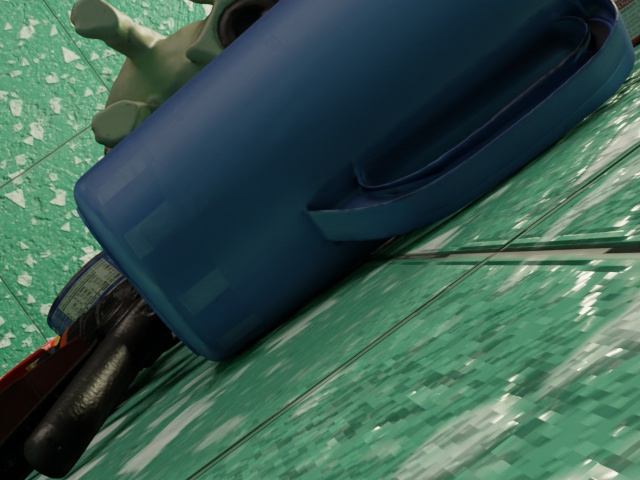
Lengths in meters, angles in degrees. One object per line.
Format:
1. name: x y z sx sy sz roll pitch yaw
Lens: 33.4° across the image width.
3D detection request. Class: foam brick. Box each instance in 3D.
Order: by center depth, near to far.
1. foam brick: -0.175 0.106 0.689 0.078 0.053 0.051 -33 4 42

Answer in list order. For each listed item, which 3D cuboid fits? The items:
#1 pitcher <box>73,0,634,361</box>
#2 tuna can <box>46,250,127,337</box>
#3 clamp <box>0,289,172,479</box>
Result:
1. pitcher: 0.014 -0.053 0.491 0.243 0.145 0.149 -40 -9 -5
2. tuna can: -0.179 0.047 0.860 0.086 0.034 0.086 -49 -8 -10
3. clamp: -0.104 0.055 0.588 0.209 0.036 0.165 -51 10 -20
